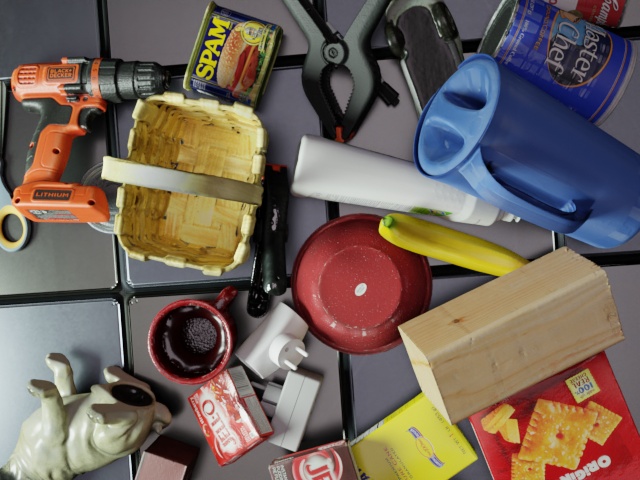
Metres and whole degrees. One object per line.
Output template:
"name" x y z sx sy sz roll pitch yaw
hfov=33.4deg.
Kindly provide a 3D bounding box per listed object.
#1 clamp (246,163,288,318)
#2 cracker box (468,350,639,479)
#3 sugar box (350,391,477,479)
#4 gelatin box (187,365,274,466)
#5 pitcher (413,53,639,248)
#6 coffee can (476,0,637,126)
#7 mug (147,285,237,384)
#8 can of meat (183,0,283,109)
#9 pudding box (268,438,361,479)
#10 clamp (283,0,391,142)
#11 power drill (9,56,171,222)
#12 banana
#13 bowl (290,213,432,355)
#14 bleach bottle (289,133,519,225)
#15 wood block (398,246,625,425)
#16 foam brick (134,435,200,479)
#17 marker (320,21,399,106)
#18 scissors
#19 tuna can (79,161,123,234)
"clamp" -0.058 0.001 1.179 0.039 0.120 0.171 12 62 -17
"cracker box" 0.265 0.236 1.162 0.164 0.072 0.214 -22 90 5
"sugar box" 0.077 0.253 1.190 0.176 0.048 0.093 -37 88 3
"gelatin box" -0.100 0.195 1.186 0.073 0.030 0.089 -39 69 32
"pitcher" 0.226 -0.074 1.087 0.242 0.145 0.149 23 81 -24
"coffee can" 0.246 -0.192 1.129 0.140 0.103 0.103 23 93 -7
"mug" -0.131 0.099 1.186 0.093 0.081 0.117 34 93 3
"can of meat" -0.096 -0.204 1.191 0.084 0.057 0.102 19 92 2
"pudding box" 0.004 0.281 1.157 0.090 0.039 0.113 -18 91 6
"clamp" 0.029 -0.213 1.163 0.165 0.036 0.210 -2 104 29
"power drill" -0.261 -0.114 1.181 0.184 0.057 0.187 -1 71 12
"banana" 0.139 0.007 1.164 0.197 0.070 0.037 16 101 -22
"bowl" 0.045 0.050 1.185 0.162 0.055 0.162 0 92 4
"bleach bottle" 0.095 -0.059 1.167 0.250 0.102 0.068 12 89 -4
"wood block" 0.200 0.097 1.125 0.206 0.091 0.090 -25 112 -7
"foam brick" -0.172 0.258 1.194 0.051 0.078 0.053 18 94 3
"marker" 0.044 -0.197 1.198 0.020 0.020 0.121 -44 88 4
"scissors" -0.361 -0.074 1.234 0.096 0.016 0.202 22 93 2
"tuna can" -0.232 -0.049 1.215 0.086 0.033 0.086 0 91 4
